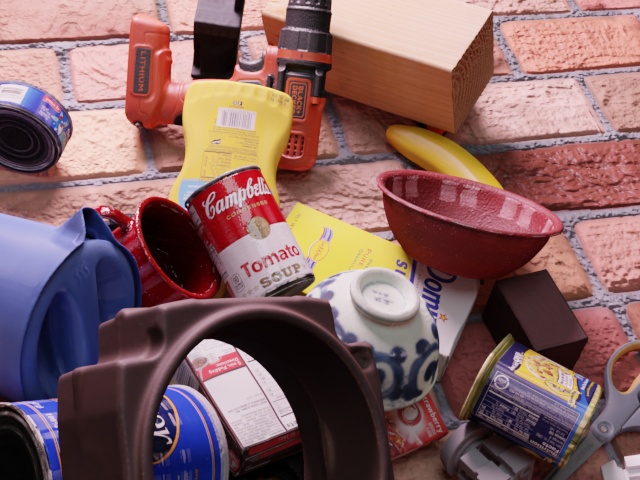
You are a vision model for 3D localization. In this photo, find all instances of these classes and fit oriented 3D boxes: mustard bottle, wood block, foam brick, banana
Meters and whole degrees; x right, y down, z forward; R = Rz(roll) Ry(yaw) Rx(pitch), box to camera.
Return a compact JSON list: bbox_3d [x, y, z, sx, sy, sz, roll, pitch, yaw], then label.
[{"bbox_3d":[-0.081,-0.039,0.919,0.096,0.058,0.191,8,73,-3],"label":"mustard bottle"},{"bbox_3d":[0.057,-0.192,1.048,0.206,0.090,0.090,21,61,23],"label":"wood block"},{"bbox_3d":[0.179,0.072,0.894,0.051,0.053,0.078,-11,52,-18],"label":"foam brick"},{"bbox_3d":[0.133,-0.048,1.000,0.069,0.037,0.198,-13,53,-22],"label":"banana"}]

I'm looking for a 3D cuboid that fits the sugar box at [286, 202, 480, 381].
[{"bbox_3d":[0.039,0.041,0.904,0.176,0.048,0.093,21,50,11],"label":"sugar box"}]

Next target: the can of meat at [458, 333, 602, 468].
[{"bbox_3d":[0.161,0.121,0.804,0.084,0.057,0.102,27,16,15],"label":"can of meat"}]

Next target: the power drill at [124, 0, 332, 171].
[{"bbox_3d":[-0.083,-0.164,0.995,0.187,0.184,0.057,7,7,5],"label":"power drill"}]

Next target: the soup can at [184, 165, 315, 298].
[{"bbox_3d":[-0.056,0.001,0.844,0.068,0.069,0.102,-23,79,-26],"label":"soup can"}]

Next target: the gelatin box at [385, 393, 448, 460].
[{"bbox_3d":[0.046,0.125,0.825,0.073,0.030,0.089,-17,72,-27],"label":"gelatin box"}]

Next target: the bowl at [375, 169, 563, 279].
[{"bbox_3d":[0.119,-0.010,0.901,0.162,0.055,0.162,12,18,-4],"label":"bowl"}]

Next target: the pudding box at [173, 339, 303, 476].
[{"bbox_3d":[-0.048,0.109,0.789,0.089,0.039,0.114,-15,52,-30],"label":"pudding box"}]

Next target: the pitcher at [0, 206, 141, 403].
[{"bbox_3d":[-0.267,0.045,0.789,0.243,0.145,0.149,15,53,23],"label":"pitcher"}]

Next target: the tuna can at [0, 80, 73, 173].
[{"bbox_3d":[-0.267,-0.100,0.951,0.086,0.086,0.033,12,50,2],"label":"tuna can"}]

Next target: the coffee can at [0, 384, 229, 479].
[{"bbox_3d":[-0.146,0.152,0.706,0.140,0.103,0.103,1,43,-45],"label":"coffee can"}]

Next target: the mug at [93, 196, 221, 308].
[{"bbox_3d":[-0.147,0.018,0.841,0.117,0.082,0.093,41,29,-31],"label":"mug"}]
